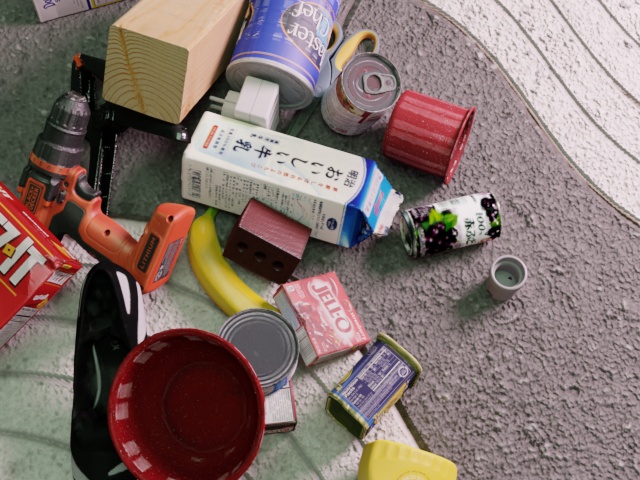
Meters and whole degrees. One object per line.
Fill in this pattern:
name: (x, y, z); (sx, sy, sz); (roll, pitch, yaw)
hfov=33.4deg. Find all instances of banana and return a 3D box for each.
banana: (-0.091, 0.043, 1.154); (0.069, 0.037, 0.198); (-30, 72, -13)

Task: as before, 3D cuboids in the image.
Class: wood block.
wood block: (-0.154, -0.223, 1.179); (0.090, 0.091, 0.206); (19, 35, 6)

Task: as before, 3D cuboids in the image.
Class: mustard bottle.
mustard bottle: (0.069, 0.299, 1.043); (0.096, 0.058, 0.191); (21, 69, -14)

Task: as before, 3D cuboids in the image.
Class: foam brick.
foam brick: (-0.058, 0.001, 1.148); (0.078, 0.053, 0.051); (27, 44, -5)

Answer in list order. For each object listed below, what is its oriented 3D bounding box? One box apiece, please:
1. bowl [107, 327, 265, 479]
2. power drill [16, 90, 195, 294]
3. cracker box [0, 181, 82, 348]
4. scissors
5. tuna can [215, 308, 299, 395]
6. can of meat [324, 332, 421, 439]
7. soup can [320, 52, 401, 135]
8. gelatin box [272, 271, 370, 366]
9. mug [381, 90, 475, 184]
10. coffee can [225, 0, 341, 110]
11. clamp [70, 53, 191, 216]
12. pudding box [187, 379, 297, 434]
bowl: (-0.122, 0.164, 1.034); (0.162, 0.055, 0.162); (-1, 88, 15)
power drill: (-0.229, -0.042, 1.126); (0.188, 0.057, 0.185); (29, 112, 13)
cracker box: (-0.381, 0.043, 1.091); (0.164, 0.072, 0.213); (44, 88, 6)
scissors: (-0.014, -0.191, 1.263); (0.096, 0.016, 0.201); (41, 73, 15)
tuna can: (-0.065, 0.114, 1.088); (0.086, 0.034, 0.086); (1, 64, -3)
can of meat: (0.052, 0.151, 1.082); (0.057, 0.102, 0.084); (40, 74, 12)
soup can: (0.043, -0.162, 1.199); (0.068, 0.102, 0.068); (2, 79, -13)
gelatin box: (0.001, 0.081, 1.130); (0.073, 0.030, 0.089); (-12, 67, -38)
mug: (0.124, -0.126, 1.209); (0.081, 0.093, 0.117); (21, 38, 11)
coffee can: (-0.040, -0.235, 1.222); (0.103, 0.103, 0.140); (14, 70, 4)
clamp: (-0.226, -0.136, 1.192); (0.165, 0.036, 0.210); (-34, 61, 25)
pudding box: (-0.085, 0.156, 1.108); (0.113, 0.039, 0.090); (-4, 65, -6)
